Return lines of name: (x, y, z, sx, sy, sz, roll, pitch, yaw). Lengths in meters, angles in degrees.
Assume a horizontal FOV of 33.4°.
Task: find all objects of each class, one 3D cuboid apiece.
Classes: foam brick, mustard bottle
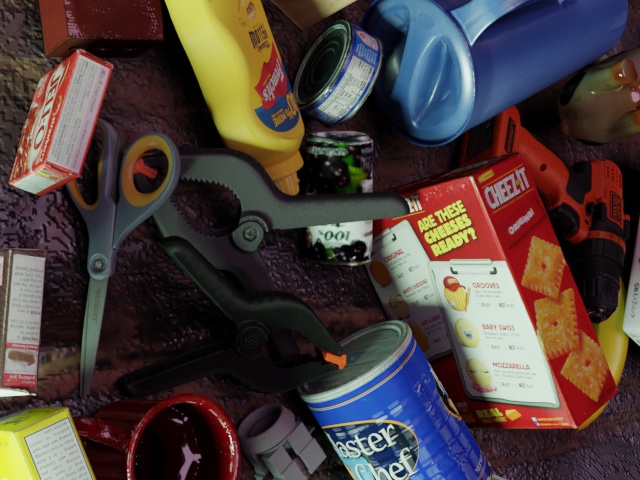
foam brick: (-0.162, -0.166, 0.788, 0.078, 0.053, 0.051, -7, 86, -34)
mustard bottle: (-0.058, -0.121, 0.835, 0.096, 0.058, 0.191, -57, 130, -61)

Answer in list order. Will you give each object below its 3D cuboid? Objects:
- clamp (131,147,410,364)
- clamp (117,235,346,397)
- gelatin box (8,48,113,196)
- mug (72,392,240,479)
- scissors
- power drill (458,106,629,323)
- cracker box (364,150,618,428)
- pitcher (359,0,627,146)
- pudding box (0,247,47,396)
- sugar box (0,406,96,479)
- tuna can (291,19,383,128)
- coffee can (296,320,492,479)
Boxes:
clamp: (-0.055, 0.001, 0.822, 0.209, 0.036, 0.165, 24, 100, -15)
clamp: (-0.060, 0.061, 0.798, 0.171, 0.039, 0.120, 5, 105, -24)
gelatin box: (-0.183, -0.082, 0.746, 0.030, 0.073, 0.089, 22, 70, -30)
mug: (-0.124, 0.147, 0.734, 0.117, 0.082, 0.093, 30, 66, -37)
scissors: (-0.140, 0.007, 0.765, 0.016, 0.096, 0.202, 18, 63, -76)
power drill: (0.212, -0.033, 0.996, 0.187, 0.057, 0.184, 32, 47, -25)
cracker box: (0.130, 0.048, 0.884, 0.072, 0.164, 0.213, -28, 98, -36)
pitcher: (0.165, -0.185, 0.933, 0.242, 0.149, 0.145, -26, 127, -34)
pudding box: (-0.215, 0.054, 0.677, 0.039, 0.114, 0.090, 8, 78, -36)
sugar box: (-0.166, 0.197, 0.698, 0.048, 0.094, 0.176, -20, 93, -33)
tuna can: (0.012, -0.138, 0.883, 0.033, 0.086, 0.086, 27, 68, -27)
coffee can: (0.059, 0.150, 0.855, 0.102, 0.103, 0.140, -39, 104, -33)
